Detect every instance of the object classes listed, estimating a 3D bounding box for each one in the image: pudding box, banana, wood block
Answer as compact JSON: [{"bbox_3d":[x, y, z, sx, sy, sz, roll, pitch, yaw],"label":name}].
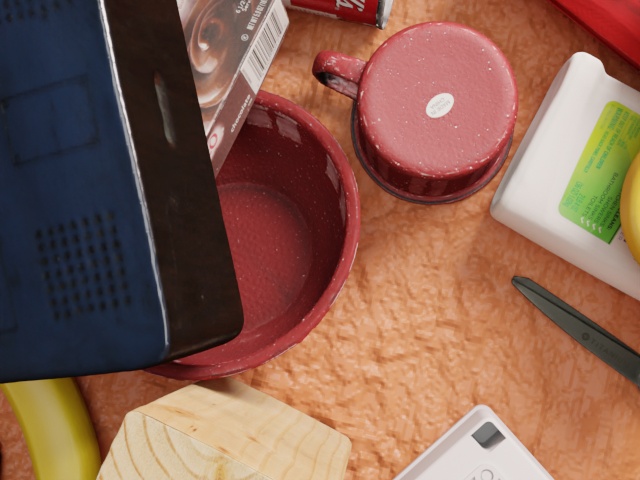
[{"bbox_3d":[-0.079,-0.087,0.558,0.090,0.039,0.113,22,77,19],"label":"pudding box"},{"bbox_3d":[-0.168,0.093,0.595,0.069,0.037,0.198,-35,89,-15],"label":"banana"},{"bbox_3d":[-0.046,0.128,0.504,0.090,0.206,0.091,26,89,5],"label":"wood block"}]

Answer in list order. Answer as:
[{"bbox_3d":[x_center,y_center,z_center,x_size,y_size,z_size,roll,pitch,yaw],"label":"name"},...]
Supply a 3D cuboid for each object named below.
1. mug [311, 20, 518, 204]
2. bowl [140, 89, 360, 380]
[{"bbox_3d":[0.050,-0.073,0.568,0.117,0.081,0.093,27,89,5],"label":"mug"},{"bbox_3d":[-0.054,0.001,0.574,0.162,0.055,0.162,-4,71,11],"label":"bowl"}]
